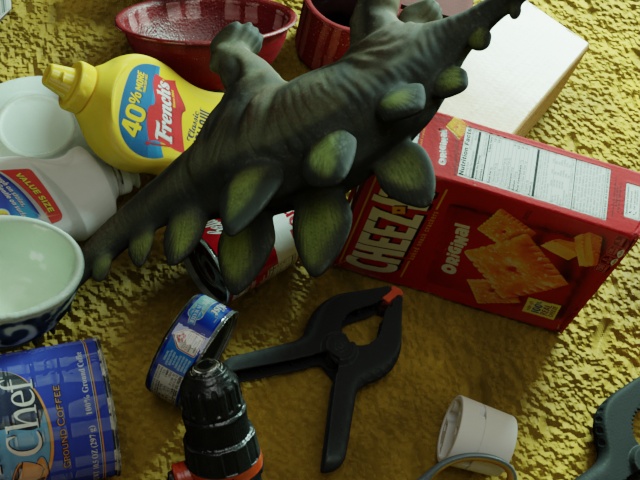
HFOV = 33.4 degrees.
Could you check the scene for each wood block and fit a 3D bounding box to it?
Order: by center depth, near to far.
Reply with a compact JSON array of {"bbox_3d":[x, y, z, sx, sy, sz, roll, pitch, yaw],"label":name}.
[{"bbox_3d":[0.146,-0.121,0.979,0.091,0.090,0.205,37,60,10],"label":"wood block"}]

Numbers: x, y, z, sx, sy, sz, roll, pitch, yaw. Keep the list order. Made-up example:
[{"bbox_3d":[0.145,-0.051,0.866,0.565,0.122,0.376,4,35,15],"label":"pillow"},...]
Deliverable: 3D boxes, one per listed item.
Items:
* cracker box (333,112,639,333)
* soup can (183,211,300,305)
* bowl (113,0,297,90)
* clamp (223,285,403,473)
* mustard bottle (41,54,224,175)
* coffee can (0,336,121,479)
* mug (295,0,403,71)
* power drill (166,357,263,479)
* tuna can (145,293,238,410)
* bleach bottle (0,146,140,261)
[{"bbox_3d":[0.131,-0.013,0.871,0.213,0.164,0.072,16,57,-3],"label":"cracker box"},{"bbox_3d":[-0.056,0.001,0.880,0.102,0.069,0.068,-30,71,-26],"label":"soup can"},{"bbox_3d":[-0.101,-0.175,0.954,0.162,0.055,0.162,0,27,0],"label":"bowl"},{"bbox_3d":[0.002,0.091,0.858,0.120,0.039,0.171,35,54,4],"label":"clamp"},{"bbox_3d":[-0.138,-0.099,0.877,0.191,0.058,0.096,22,70,-32],"label":"mustard bottle"},{"bbox_3d":[-0.219,0.130,0.752,0.140,0.103,0.103,-9,63,-17],"label":"coffee can"},{"bbox_3d":[0.033,-0.204,1.007,0.117,0.082,0.093,8,59,-7],"label":"mug"},{"bbox_3d":[-0.127,0.179,0.716,0.187,0.184,0.057,-14,24,-12],"label":"power drill"},{"bbox_3d":[-0.098,0.084,0.813,0.034,0.086,0.086,28,59,6],"label":"tuna can"},{"bbox_3d":[-0.268,-0.025,0.851,0.250,0.068,0.102,-21,79,-24],"label":"bleach bottle"}]
